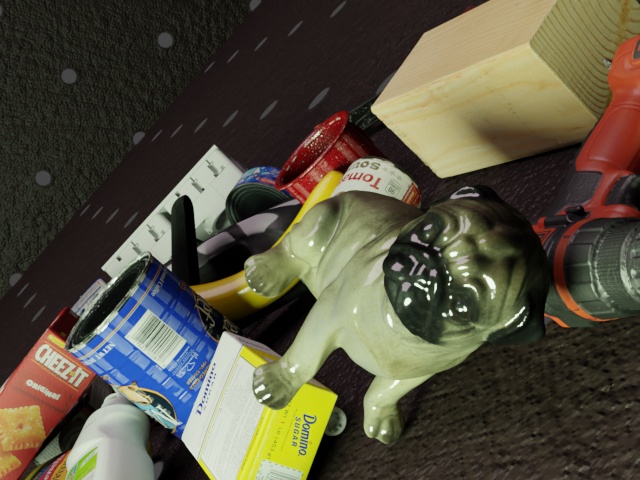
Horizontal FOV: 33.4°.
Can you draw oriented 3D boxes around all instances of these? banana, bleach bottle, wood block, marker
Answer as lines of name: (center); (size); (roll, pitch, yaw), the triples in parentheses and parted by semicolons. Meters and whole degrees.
banana: (-0.049, 0.018, 0.907); (0.198, 0.069, 0.037); (-31, 12, 9)
bleach bottle: (-0.161, 0.200, 0.806); (0.103, 0.068, 0.251); (-44, 23, 21)
wood block: (0.139, -0.119, 0.785); (0.090, 0.090, 0.206); (-54, 18, -20)
marker: (-0.010, 0.114, 0.752); (0.020, 0.020, 0.121); (-50, 17, -8)

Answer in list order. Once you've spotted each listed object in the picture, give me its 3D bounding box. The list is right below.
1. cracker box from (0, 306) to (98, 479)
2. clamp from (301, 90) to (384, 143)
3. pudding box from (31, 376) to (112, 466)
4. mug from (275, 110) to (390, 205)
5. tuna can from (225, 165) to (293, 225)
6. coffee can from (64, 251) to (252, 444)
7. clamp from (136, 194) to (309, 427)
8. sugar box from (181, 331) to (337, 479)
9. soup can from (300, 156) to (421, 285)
cracker box: (-0.299, 0.179, 1.066); (0.213, 0.072, 0.164); (-53, 9, -1)
clamp: (0.012, -0.113, 1.157); (0.120, 0.039, 0.172); (-32, 5, -16)
pudding box: (-0.273, 0.202, 1.183); (0.090, 0.039, 0.113); (-47, 17, 2)
mug: (0.023, -0.062, 0.960); (0.093, 0.081, 0.117); (-36, 20, 36)
tuna can: (-0.050, -0.033, 1.074); (0.086, 0.086, 0.033); (-32, 20, 42)
coffee can: (-0.119, 0.092, 0.864); (0.103, 0.140, 0.103); (-43, 17, 16)
clamp: (-0.117, 0.069, 0.968); (0.210, 0.165, 0.036); (-55, -26, 0)
sugar box: (-0.047, 0.125, 0.741); (0.093, 0.048, 0.176); (-68, 15, -1)
soup can: (0.030, -0.009, 0.846); (0.069, 0.068, 0.102); (-24, 28, 55)
